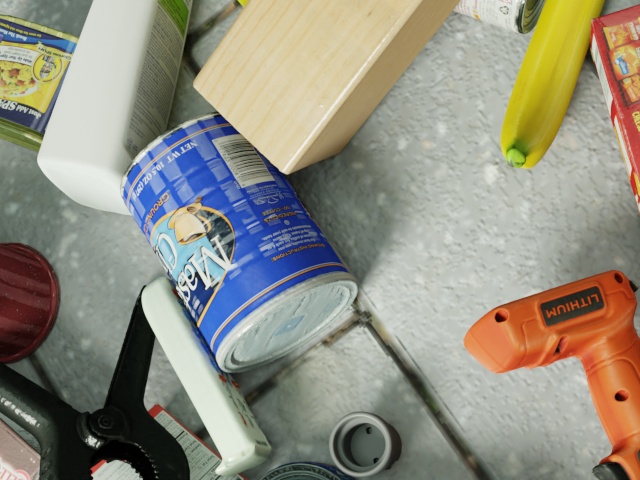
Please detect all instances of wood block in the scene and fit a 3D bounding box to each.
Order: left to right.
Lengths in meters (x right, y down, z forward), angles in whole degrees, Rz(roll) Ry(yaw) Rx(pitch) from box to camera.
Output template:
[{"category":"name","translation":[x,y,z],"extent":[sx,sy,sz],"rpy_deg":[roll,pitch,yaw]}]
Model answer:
[{"category":"wood block","translation":[0.023,-0.151,0.672],"extent":[0.090,0.090,0.206],"rpy_deg":[44,118,10]}]

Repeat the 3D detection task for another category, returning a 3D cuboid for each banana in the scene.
[{"category":"banana","translation":[0.155,-0.122,0.686],"extent":[0.037,0.070,0.197],"rpy_deg":[22,76,-4]}]

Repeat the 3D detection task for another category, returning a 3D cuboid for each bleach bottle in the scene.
[{"category":"bleach bottle","translation":[-0.129,-0.152,0.771],"extent":[0.068,0.102,0.251],"rpy_deg":[11,75,11]}]

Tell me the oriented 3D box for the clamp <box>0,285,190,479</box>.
[{"category":"clamp","translation":[-0.151,0.121,0.671],"extent":[0.036,0.164,0.210],"rpy_deg":[-59,46,43]}]

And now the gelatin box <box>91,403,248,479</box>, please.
[{"category":"gelatin box","translation":[-0.102,0.163,0.703],"extent":[0.089,0.030,0.073],"rpy_deg":[36,59,20]}]

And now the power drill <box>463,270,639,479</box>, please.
[{"category":"power drill","translation":[0.155,0.120,0.600],"extent":[0.184,0.057,0.188],"rpy_deg":[-15,69,-25]}]

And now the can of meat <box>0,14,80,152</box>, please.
[{"category":"can of meat","translation":[-0.218,-0.116,0.802],"extent":[0.102,0.057,0.084],"rpy_deg":[20,82,19]}]

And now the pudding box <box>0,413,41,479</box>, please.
[{"category":"pudding box","translation":[-0.210,0.133,0.726],"extent":[0.114,0.090,0.039],"rpy_deg":[37,88,21]}]

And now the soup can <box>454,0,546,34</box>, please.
[{"category":"soup can","translation":[0.102,-0.186,0.715],"extent":[0.102,0.068,0.068],"rpy_deg":[24,85,20]}]

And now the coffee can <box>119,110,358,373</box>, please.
[{"category":"coffee can","translation":[-0.055,0.001,0.702],"extent":[0.103,0.102,0.140],"rpy_deg":[-35,70,6]}]

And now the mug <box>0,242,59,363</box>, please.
[{"category":"mug","translation":[-0.253,0.028,0.766],"extent":[0.093,0.081,0.117],"rpy_deg":[-27,72,9]}]
